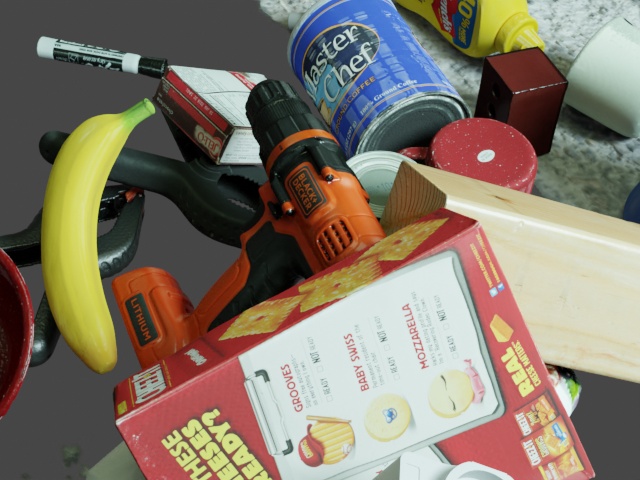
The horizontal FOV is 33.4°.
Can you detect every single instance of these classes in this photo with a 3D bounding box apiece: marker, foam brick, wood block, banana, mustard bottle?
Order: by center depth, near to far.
[{"bbox_3d":[0.144,0.023,0.693,0.205,0.090,0.091,14,15,-18],"label":"wood block"},{"bbox_3d":[-0.161,-0.007,0.732,0.070,0.037,0.198,-5,71,28],"label":"banana"},{"bbox_3d":[0.163,-0.112,0.883,0.051,0.078,0.053,-15,49,-15],"label":"foam brick"},{"bbox_3d":[-0.190,-0.160,0.941,0.121,0.020,0.020,11,49,6],"label":"marker"},{"bbox_3d":[0.130,-0.221,0.964,0.058,0.096,0.192,-28,56,-26],"label":"mustard bottle"}]

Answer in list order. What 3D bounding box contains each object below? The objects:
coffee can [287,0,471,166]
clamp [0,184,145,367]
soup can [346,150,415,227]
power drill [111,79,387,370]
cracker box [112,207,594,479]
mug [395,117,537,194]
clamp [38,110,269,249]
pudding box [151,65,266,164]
[{"bbox_3d":[0.045,-0.124,0.868,0.102,0.103,0.140,-16,52,-17],"label":"coffee can"},{"bbox_3d":[-0.185,0.017,0.774,0.171,0.039,0.120,-32,70,-30],"label":"clamp"},{"bbox_3d":[0.040,-0.005,0.764,0.068,0.102,0.068,2,49,-2],"label":"soup can"},{"bbox_3d":[-0.055,0.001,0.713,0.188,0.057,0.184,-42,49,17],"label":"power drill"},{"bbox_3d":[0.019,0.103,0.586,0.213,0.164,0.072,-28,14,-6],"label":"cracker box"},{"bbox_3d":[0.106,-0.042,0.814,0.117,0.081,0.093,16,50,10],"label":"mug"},{"bbox_3d":[-0.088,-0.052,0.829,0.210,0.036,0.164,29,33,9],"label":"clamp"},{"bbox_3d":[-0.064,-0.098,0.851,0.113,0.039,0.090,-6,43,-49],"label":"pudding box"}]
